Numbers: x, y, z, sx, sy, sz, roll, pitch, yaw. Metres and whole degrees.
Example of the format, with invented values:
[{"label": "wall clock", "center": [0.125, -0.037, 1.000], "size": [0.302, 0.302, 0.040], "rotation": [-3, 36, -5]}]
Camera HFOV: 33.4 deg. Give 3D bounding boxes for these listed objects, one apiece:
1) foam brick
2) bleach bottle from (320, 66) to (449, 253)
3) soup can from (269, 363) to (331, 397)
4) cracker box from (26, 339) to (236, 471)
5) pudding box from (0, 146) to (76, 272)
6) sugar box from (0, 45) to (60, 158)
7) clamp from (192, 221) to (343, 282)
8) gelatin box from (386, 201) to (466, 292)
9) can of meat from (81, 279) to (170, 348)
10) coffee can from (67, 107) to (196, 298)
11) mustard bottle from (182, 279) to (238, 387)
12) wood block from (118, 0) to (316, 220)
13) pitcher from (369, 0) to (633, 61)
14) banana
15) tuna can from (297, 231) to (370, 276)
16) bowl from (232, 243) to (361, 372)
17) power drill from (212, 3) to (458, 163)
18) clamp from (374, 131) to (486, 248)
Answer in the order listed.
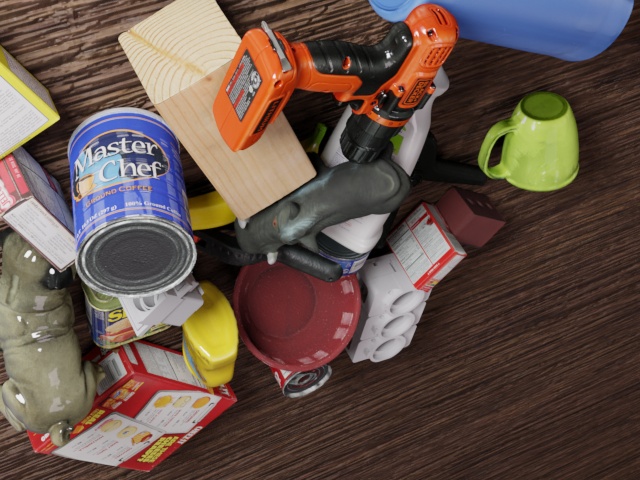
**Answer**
[{"label": "foam brick", "center": [0.186, -0.029, 1.359], "size": [0.078, 0.053, 0.051], "rotation": [10, 130, -48]}, {"label": "bleach bottle", "center": [0.067, -0.105, 1.100], "size": [0.251, 0.102, 0.068], "rotation": [-59, 178, 39]}, {"label": "soup can", "center": [-0.038, 0.139, 1.357], "size": [0.068, 0.102, 0.068], "rotation": [-22, 148, -15]}, {"label": "cracker box", "center": [-0.232, 0.202, 1.313], "size": [0.164, 0.072, 0.213], "rotation": [-39, 149, 14]}, {"label": "pudding box", "center": [-0.255, -0.036, 0.940], "size": [0.039, 0.090, 0.113], "rotation": [-32, 149, 1]}, {"label": "sugar box", "center": [-0.291, -0.127, 0.825], "size": [0.093, 0.048, 0.176], "rotation": [-33, 145, 4]}, {"label": "clamp", "center": [-0.057, 0.001, 1.139], "size": [0.171, 0.120, 0.039], "rotation": [-7, 135, -28]}, {"label": "gelatin box", "center": [0.130, 0.007, 1.327], "size": [0.030, 0.089, 0.073], "rotation": [15, 127, -47]}, {"label": "can of meat", "center": [-0.205, 0.065, 1.158], "size": [0.102, 0.057, 0.084], "rotation": [-17, 148, -22]}, {"label": "coffee can", "center": [-0.169, -0.034, 0.946], "size": [0.102, 0.140, 0.103], "rotation": [-8, 138, -8]}, {"label": "mustard bottle", "center": [-0.132, 0.120, 1.250], "size": [0.058, 0.096, 0.192], "rotation": [-21, 162, -14]}, {"label": "wood block", "center": [-0.088, -0.117, 0.967], "size": [0.090, 0.091, 0.206], "rotation": [-31, 149, 1]}, {"label": "pitcher", "center": [0.156, -0.238, 0.983], "size": [0.242, 0.145, 0.149], "rotation": [0, 125, -35]}, {"label": "banana", "center": [-0.077, -0.056, 1.103], "size": [0.197, 0.037, 0.069], "rotation": [-33, 142, -16]}, {"label": "tuna can", "center": [0.017, -0.001, 1.224], "size": [0.086, 0.086, 0.034], "rotation": [-10, 144, -30]}, {"label": "bowl", "center": [-0.035, 0.072, 1.261], "size": [0.161, 0.162, 0.055], "rotation": [-17, -175, -22]}, {"label": "power drill", "center": [0.007, -0.122, 0.898], "size": [0.187, 0.057, 0.185], "rotation": [-11, 150, -33]}, {"label": "clamp", "center": [0.109, -0.082, 1.233], "size": [0.164, 0.036, 0.210], "rotation": [-29, 146, -1]}]
